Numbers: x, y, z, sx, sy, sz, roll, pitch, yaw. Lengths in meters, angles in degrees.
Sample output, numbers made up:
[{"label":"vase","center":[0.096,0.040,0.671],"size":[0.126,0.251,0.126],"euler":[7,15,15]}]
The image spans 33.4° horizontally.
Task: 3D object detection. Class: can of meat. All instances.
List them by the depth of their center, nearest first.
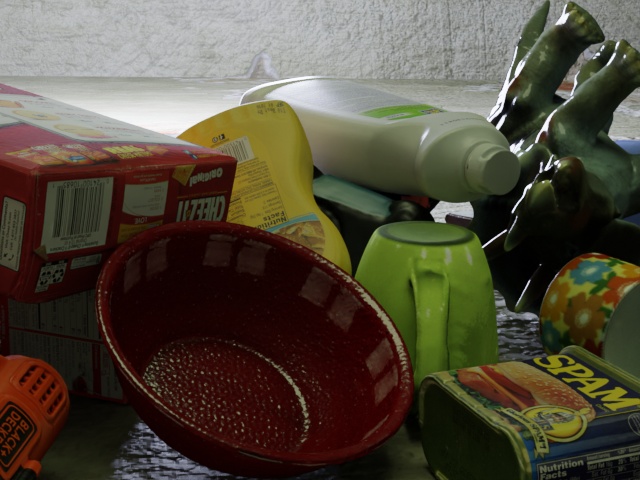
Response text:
[{"label":"can of meat","center":[0.102,0.091,0.491],"size":[0.083,0.057,0.102],"euler":[-6,16,-20]}]

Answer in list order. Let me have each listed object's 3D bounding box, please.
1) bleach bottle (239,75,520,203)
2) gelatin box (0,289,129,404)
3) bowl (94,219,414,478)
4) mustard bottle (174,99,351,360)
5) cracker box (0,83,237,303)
[{"label":"bleach bottle","center":[0.040,-0.068,0.745],"size":[0.102,0.068,0.251],"euler":[-16,21,-26]},{"label":"gelatin box","center":[-0.139,0.048,0.607],"size":[0.089,0.073,0.030],"euler":[6,14,22]},{"label":"bowl","center":[-0.038,0.061,0.523],"size":[0.162,0.055,0.162],"euler":[18,35,-13]},{"label":"mustard bottle","center":[-0.033,0.009,0.640],"size":[0.096,0.192,0.058],"euler":[-22,-32,4]},{"label":"cracker box","center":[-0.180,-0.037,0.584],"size":[0.214,0.072,0.163],"euler":[18,15,26]}]
